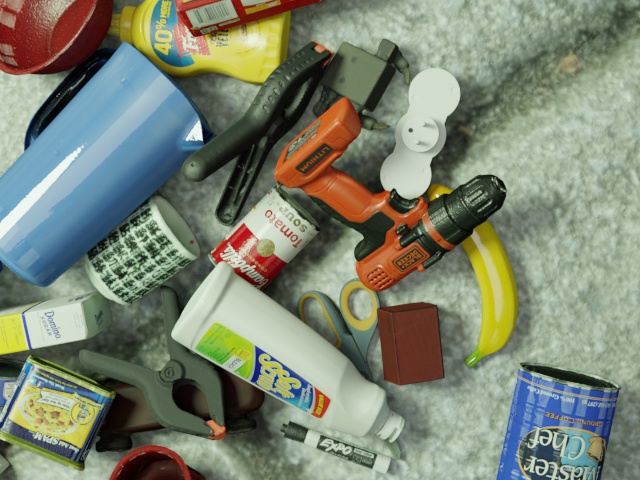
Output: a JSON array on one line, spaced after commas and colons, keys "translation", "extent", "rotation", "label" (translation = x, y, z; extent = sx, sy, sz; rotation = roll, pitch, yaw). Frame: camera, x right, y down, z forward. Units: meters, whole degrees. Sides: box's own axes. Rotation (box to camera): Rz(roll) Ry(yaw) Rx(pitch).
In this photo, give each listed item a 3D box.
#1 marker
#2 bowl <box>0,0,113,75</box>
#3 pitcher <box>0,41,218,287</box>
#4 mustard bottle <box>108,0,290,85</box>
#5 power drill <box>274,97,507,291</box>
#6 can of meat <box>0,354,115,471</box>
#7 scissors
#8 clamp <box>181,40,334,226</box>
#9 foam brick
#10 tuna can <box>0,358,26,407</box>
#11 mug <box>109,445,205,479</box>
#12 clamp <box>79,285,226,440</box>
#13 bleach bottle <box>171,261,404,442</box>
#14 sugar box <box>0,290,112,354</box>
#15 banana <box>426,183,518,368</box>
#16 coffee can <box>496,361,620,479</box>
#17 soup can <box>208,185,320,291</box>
[{"translation": [0.015, 0.219, 1.135], "extent": [0.121, 0.020, 0.020], "rotation": [19, 94, 4], "label": "marker"}, {"translation": [-0.266, -0.231, 1.099], "extent": [0.162, 0.055, 0.162], "rotation": [-15, 62, 29], "label": "bowl"}, {"translation": [-0.236, -0.078, 1.075], "extent": [0.243, 0.149, 0.145], "rotation": [-45, 107, -3], "label": "pitcher"}, {"translation": [-0.130, -0.217, 1.108], "extent": [0.191, 0.058, 0.096], "rotation": [6, 92, 5], "label": "mustard bottle"}, {"translation": [0.063, -0.050, 1.049], "extent": [0.187, 0.057, 0.185], "rotation": [43, 120, -17], "label": "power drill"}, {"translation": [-0.269, 0.174, 1.083], "extent": [0.102, 0.057, 0.084], "rotation": [26, 84, -11], "label": "can of meat"}, {"translation": [0.056, 0.126, 1.129], "extent": [0.096, 0.016, 0.202], "rotation": [-39, 89, 6], "label": "scissors"}, {"translation": [-0.058, -0.111, 1.084], "extent": [0.036, 0.164, 0.210], "rotation": [35, 75, 13], "label": "clamp"}, {"translation": [0.093, 0.106, 1.100], "extent": [0.051, 0.053, 0.078], "rotation": [-7, 93, -14], "label": "foam brick"}, {"translation": [-0.343, 0.150, 1.130], "extent": [0.086, 0.086, 0.034], "rotation": [8, 95, 4], "label": "tuna can"}, {"translation": [-0.171, 0.276, 1.108], "extent": [0.093, 0.081, 0.117], "rotation": [37, 81, 27], "label": "mug"}, {"translation": [-0.164, 0.141, 1.092], "extent": [0.120, 0.039, 0.171], "rotation": [-33, 70, -6], "label": "clamp"}, {"translation": [-0.021, 0.125, 1.077], "extent": [0.250, 0.103, 0.068], "rotation": [33, 50, -9], "label": "bleach bottle"}, {"translation": [-0.317, 0.092, 1.121], "extent": [0.176, 0.093, 0.048], "rotation": [-8, 95, 6], "label": "sugar box"}, {"translation": [0.164, 0.032, 1.104], "extent": [0.069, 0.037, 0.198], "rotation": [-12, 92, 3], "label": "banana"}, {"translation": [0.236, 0.203, 1.073], "extent": [0.103, 0.103, 0.140], "rotation": [11, 93, 4], "label": "coffee can"}, {"translation": [-0.057, 0.001, 1.107], "extent": [0.068, 0.068, 0.102], "rotation": [45, 95, 2], "label": "soup can"}]
